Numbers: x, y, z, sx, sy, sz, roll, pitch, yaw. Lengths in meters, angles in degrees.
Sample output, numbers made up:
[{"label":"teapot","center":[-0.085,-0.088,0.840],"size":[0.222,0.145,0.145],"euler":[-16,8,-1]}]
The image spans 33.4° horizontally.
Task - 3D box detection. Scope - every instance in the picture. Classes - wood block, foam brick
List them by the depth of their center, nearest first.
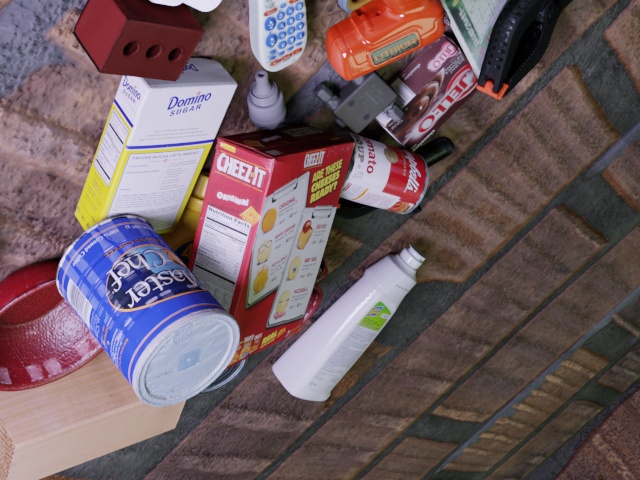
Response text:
[{"label":"foam brick","center":[-0.139,-0.160,0.819],"size":[0.078,0.051,0.053],"euler":[-3,137,-47]},{"label":"wood block","center":[-0.256,0.177,1.146],"size":[0.205,0.090,0.091],"euler":[-16,145,-36]}]

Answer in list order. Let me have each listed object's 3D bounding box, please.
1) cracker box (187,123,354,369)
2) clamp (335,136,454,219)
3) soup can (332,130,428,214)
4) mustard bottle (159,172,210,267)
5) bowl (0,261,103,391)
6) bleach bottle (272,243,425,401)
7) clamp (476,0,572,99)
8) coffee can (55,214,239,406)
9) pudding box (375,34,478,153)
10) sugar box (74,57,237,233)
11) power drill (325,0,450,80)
[{"label":"cracker box","center":[-0.057,0.001,1.032],"size":[0.164,0.072,0.214],"euler":[-21,130,-61]},{"label":"clamp","center":[0.070,-0.056,1.232],"size":[0.171,0.039,0.120],"euler":[-17,142,-23]},{"label":"soup can","center":[0.054,-0.072,1.130],"size":[0.102,0.068,0.069],"euler":[14,125,-33]},{"label":"mustard bottle","center":[-0.133,0.024,1.061],"size":[0.096,0.058,0.192],"euler":[-4,117,-45]},{"label":"bowl","center":[-0.265,0.071,1.013],"size":[0.162,0.055,0.162],"euler":[-28,151,-18]},{"label":"bleach bottle","center":[0.050,0.106,1.426],"size":[0.251,0.068,0.102],"euler":[-48,151,13]},{"label":"clamp","center":[0.220,-0.245,1.084],"size":[0.210,0.036,0.164],"euler":[-57,148,-1]},{"label":"coffee can","center":[-0.150,0.059,0.925],"size":[0.102,0.140,0.103],"euler":[-29,144,-24]},{"label":"pudding box","center":[0.113,-0.154,1.134],"size":[0.113,0.039,0.090],"euler":[-43,152,8]},{"label":"sugar box","center":[-0.147,-0.079,0.939],"size":[0.093,0.048,0.176],"euler":[-9,138,-41]},{"label":"power drill","center":[0.022,-0.208,0.841],"size":[0.184,0.057,0.187],"euler":[-24,151,2]}]
